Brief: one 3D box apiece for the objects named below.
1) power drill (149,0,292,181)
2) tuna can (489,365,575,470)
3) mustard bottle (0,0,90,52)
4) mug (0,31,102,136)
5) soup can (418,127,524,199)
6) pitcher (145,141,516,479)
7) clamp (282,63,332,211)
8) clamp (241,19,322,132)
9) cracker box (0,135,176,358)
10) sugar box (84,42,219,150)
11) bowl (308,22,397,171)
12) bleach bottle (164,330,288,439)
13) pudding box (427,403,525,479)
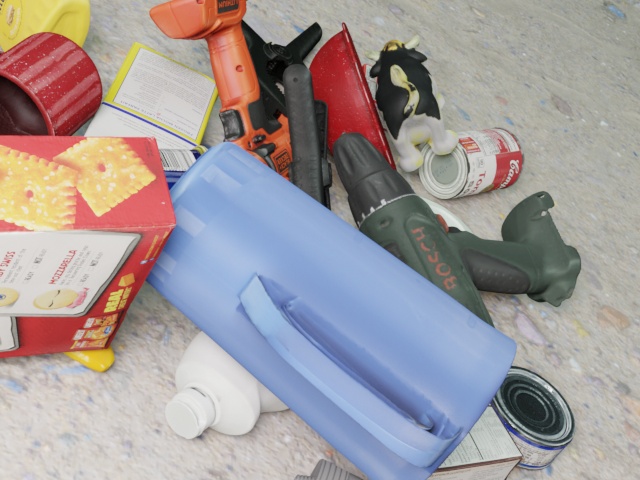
[{"bbox_3d":[-0.084,-0.118,0.915,0.184,0.057,0.187,-46,122,-65],"label":"power drill"},{"bbox_3d":[0.168,0.146,0.886,0.086,0.034,0.086,20,36,-16],"label":"tuna can"},{"bbox_3d":[-0.283,-0.235,0.956,0.058,0.096,0.192,-16,56,-46],"label":"mustard bottle"},{"bbox_3d":[-0.237,-0.118,0.844,0.117,0.093,0.081,26,42,9],"label":"mug"},{"bbox_3d":[0.160,-0.082,1.132,0.102,0.069,0.068,-12,54,-45],"label":"soup can"},{"bbox_3d":[-0.003,0.049,0.695,0.243,0.149,0.144,38,58,0],"label":"pitcher"},{"bbox_3d":[-0.007,-0.063,0.946,0.039,0.171,0.120,-2,0,14],"label":"clamp"},{"bbox_3d":[-0.044,-0.190,1.137,0.164,0.036,0.210,7,44,-34],"label":"clamp"},{"bbox_3d":[-0.211,0.008,0.620,0.213,0.164,0.072,-2,61,-28],"label":"cracker box"},{"bbox_3d":[-0.150,-0.099,0.938,0.093,0.048,0.176,25,39,-10],"label":"sugar box"},{"bbox_3d":[0.026,-0.130,1.057,0.162,0.055,0.162,-19,90,-83],"label":"bowl"},{"bbox_3d":[-0.019,0.081,0.802,0.102,0.068,0.250,43,39,12],"label":"bleach bottle"},{"bbox_3d":[0.089,0.147,0.822,0.113,0.039,0.090,0,46,-35],"label":"pudding box"}]
